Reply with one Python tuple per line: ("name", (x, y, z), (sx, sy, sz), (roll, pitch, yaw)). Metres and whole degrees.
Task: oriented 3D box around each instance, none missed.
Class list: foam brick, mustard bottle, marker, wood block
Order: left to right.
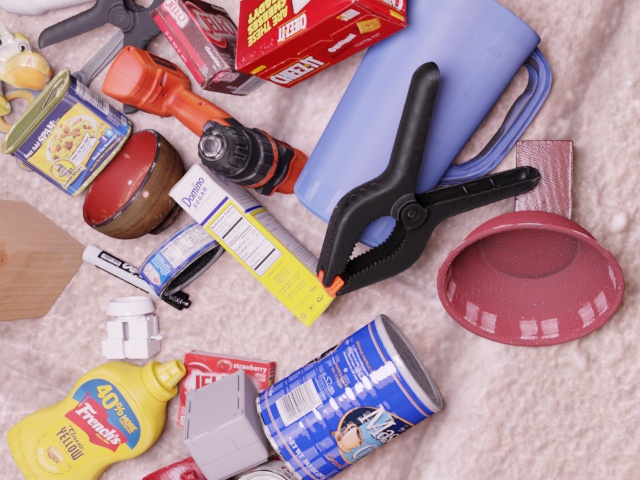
("wood block", (-0.316, 0.018, 1.003), (0.091, 0.206, 0.090), (37, 96, 10))
("mustard bottle", (-0.209, 0.175, 1.045), (0.192, 0.058, 0.096), (-36, 86, 13))
("marker", (-0.183, 0.038, 1.069), (0.121, 0.020, 0.020), (27, 94, 11))
("foam brick", (0.203, -0.052, 0.972), (0.051, 0.053, 0.078), (1, 88, 12))

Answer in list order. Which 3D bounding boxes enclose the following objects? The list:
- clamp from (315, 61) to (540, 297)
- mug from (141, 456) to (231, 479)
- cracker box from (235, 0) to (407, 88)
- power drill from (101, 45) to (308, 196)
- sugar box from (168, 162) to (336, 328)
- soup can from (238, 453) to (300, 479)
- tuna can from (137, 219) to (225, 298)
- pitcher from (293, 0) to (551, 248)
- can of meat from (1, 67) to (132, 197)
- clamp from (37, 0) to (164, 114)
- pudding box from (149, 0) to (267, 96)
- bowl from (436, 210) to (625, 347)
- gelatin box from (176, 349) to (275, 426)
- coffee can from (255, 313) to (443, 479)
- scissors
("clamp", (0.082, -0.029, 0.915), (0.164, 0.036, 0.210), (31, 104, -31))
("mug", (-0.119, 0.247, 1.005), (0.093, 0.117, 0.081), (-20, 79, -13))
("cracker box", (0.002, -0.263, 0.946), (0.164, 0.072, 0.213), (-19, 64, 48))
("power drill", (-0.110, -0.108, 0.984), (0.188, 0.184, 0.057), (36, 97, 20))
("sugar box", (-0.057, 0.001, 0.994), (0.176, 0.093, 0.048), (41, 98, 2))
("soup can", (-0.040, 0.237, 0.992), (0.068, 0.102, 0.068), (0, 88, 12))
("tuna can", (-0.132, 0.017, 1.025), (0.086, 0.086, 0.034), (-42, 83, 8))
("pitcher", (0.089, -0.112, 0.968), (0.149, 0.144, 0.243), (35, 100, 23))
("can of meat", (-0.247, -0.104, 1.048), (0.083, 0.057, 0.102), (38, 105, -27))
("clamp", (-0.199, -0.219, 1.036), (0.120, 0.039, 0.172), (27, 114, -8))
("pudding box", (-0.102, -0.183, 1.009), (0.039, 0.113, 0.090), (-36, 82, 15))
("bowl", (0.185, 0.024, 0.947), (0.162, 0.162, 0.055), (0, 45, 12))
("gelatin box", (-0.092, 0.149, 1.042), (0.089, 0.030, 0.073), (7, 90, 12))
("coffee can", (0.026, 0.147, 0.979), (0.140, 0.102, 0.103), (-34, 82, 9))
("scissors", (-0.266, -0.166, 1.094), (0.096, 0.016, 0.202), (32, 95, 11))
